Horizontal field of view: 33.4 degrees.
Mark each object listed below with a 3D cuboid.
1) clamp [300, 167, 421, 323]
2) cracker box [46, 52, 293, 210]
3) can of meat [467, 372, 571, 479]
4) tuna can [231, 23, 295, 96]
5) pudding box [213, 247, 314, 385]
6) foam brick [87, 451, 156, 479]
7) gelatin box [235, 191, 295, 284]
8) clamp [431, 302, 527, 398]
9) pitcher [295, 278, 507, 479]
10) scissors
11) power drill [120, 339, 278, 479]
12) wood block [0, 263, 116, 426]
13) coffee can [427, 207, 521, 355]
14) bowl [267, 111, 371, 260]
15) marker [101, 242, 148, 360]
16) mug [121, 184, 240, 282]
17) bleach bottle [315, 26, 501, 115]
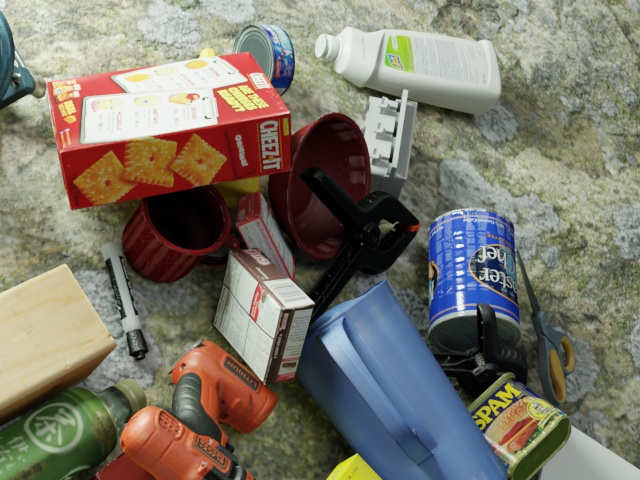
[{"bbox_3d":[0.042,-0.014,1.170,0.209,0.036,0.164,-21,116,-48],"label":"clamp"},{"bbox_3d":[-0.150,-0.110,1.042,0.213,0.072,0.164,-11,33,-13],"label":"cracker box"},{"bbox_3d":[0.203,0.203,1.135,0.102,0.057,0.084,-38,49,-20],"label":"can of meat"},{"bbox_3d":[-0.066,-0.205,1.228,0.033,0.086,0.086,-7,67,-37],"label":"tuna can"},{"bbox_3d":[-0.058,0.072,1.035,0.039,0.090,0.114,-4,30,-33],"label":"pudding box"},{"bbox_3d":[-0.172,0.215,0.916,0.052,0.078,0.051,-34,86,-40],"label":"foam brick"},{"bbox_3d":[-0.057,0.001,1.104,0.073,0.030,0.089,-97,162,-67],"label":"gelatin box"},{"bbox_3d":[0.180,0.127,1.163,0.171,0.120,0.039,24,42,-37],"label":"clamp"},{"bbox_3d":[0.076,0.170,1.061,0.149,0.145,0.243,-33,86,-43],"label":"pitcher"},{"bbox_3d":[0.265,0.093,1.251,0.096,0.016,0.202,-27,108,-54],"label":"scissors"},{"bbox_3d":[-0.083,0.181,0.949,0.184,0.057,0.187,42,16,-13],"label":"power drill"},{"bbox_3d":[-0.289,0.112,0.895,0.205,0.091,0.090,-28,81,-40],"label":"wood block"},{"bbox_3d":[0.174,0.049,1.216,0.102,0.103,0.140,18,55,-22],"label":"coffee can"},{"bbox_3d":[-0.009,-0.061,1.168,0.161,0.055,0.162,-20,115,-53],"label":"bowl"},{"bbox_3d":[-0.190,0.059,1.036,0.020,0.020,0.121,-5,66,-34],"label":"marker"},{"bbox_3d":[-0.137,-0.005,1.066,0.117,0.082,0.093,22,53,-19],"label":"mug"},{"bbox_3d":[0.110,-0.231,1.371,0.250,0.068,0.102,8,59,-26],"label":"bleach bottle"}]
